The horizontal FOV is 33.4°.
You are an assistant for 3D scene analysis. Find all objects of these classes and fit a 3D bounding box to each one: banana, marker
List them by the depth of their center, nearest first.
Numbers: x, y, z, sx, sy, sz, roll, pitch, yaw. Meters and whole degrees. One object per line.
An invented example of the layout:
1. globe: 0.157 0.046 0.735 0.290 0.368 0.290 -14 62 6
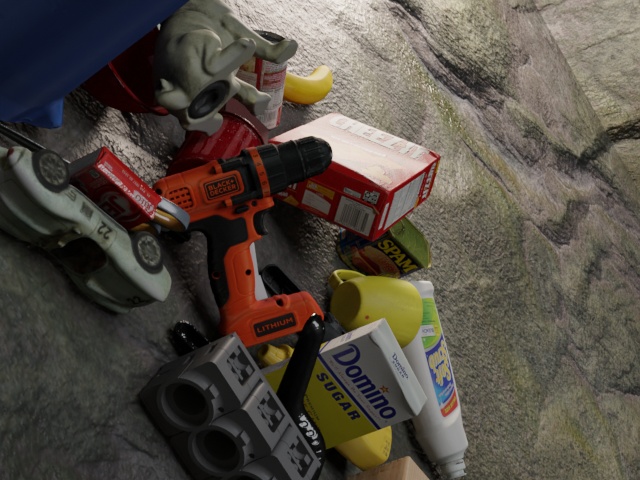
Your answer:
1. marker: -0.172 -0.030 1.052 0.121 0.020 0.020 37 37 -41
2. banana: -0.026 -0.215 1.443 0.197 0.037 0.069 -5 73 -61

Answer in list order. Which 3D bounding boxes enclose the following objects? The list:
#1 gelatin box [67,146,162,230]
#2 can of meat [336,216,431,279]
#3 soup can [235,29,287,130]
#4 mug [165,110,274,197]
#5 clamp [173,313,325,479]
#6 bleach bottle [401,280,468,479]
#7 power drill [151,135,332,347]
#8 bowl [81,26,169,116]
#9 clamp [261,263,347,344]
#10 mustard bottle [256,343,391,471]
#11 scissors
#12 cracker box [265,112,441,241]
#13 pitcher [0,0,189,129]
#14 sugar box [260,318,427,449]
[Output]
1. gelatin box: -0.196 -0.037 0.937 0.073 0.089 0.030 47 41 -31
2. can of meat: 0.082 0.010 1.387 0.102 0.084 0.057 42 35 -35
3. soup can: -0.075 -0.185 1.246 0.068 0.068 0.102 -66 168 -56
4. mug: -0.101 -0.072 1.121 0.117 0.093 0.081 25 41 -2
5. clamp: -0.056 0.161 1.009 0.036 0.165 0.210 -37 123 -53
6. bleach bottle: 0.138 0.179 1.368 0.102 0.068 0.251 3 67 -59
7. power drill: -0.057 0.001 1.060 0.057 0.184 0.187 -150 -137 -78
8. bowl: -0.209 -0.189 1.067 0.162 0.055 0.162 55 21 -34
9. clamp: 0.004 0.104 1.192 0.171 0.039 0.120 42 13 -33
10. mustard bottle: -0.001 0.165 1.139 0.191 0.058 0.096 43 24 -35
11. scissors: -0.216 -0.051 0.979 0.201 0.096 0.016 25 66 -10
12. cracker box: 0.038 -0.086 1.317 0.164 0.072 0.213 24 24 15
13. pitcher: -0.210 -0.218 0.901 0.149 0.243 0.145 30 42 -46
14. sugar box: 0.004 0.151 1.031 0.093 0.176 0.048 61 28 -5
